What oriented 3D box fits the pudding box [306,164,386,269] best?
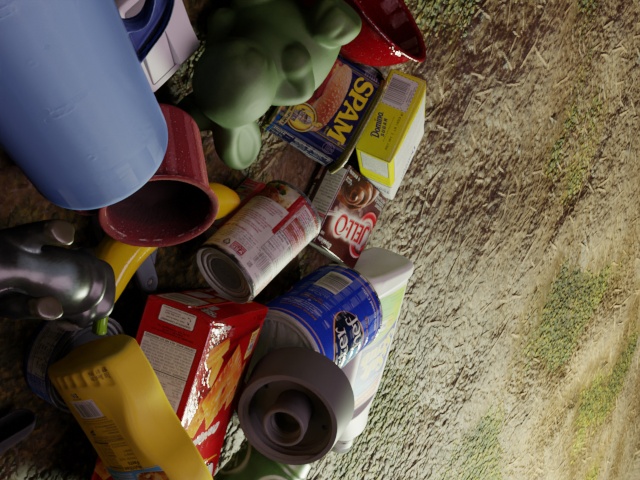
[{"bbox_3d":[0.021,-0.028,1.163,0.113,0.039,0.090,35,79,-58],"label":"pudding box"}]

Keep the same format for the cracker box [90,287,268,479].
[{"bbox_3d":[-0.127,0.155,0.968,0.164,0.072,0.214,1,107,-77],"label":"cracker box"}]

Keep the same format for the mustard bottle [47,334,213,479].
[{"bbox_3d":[-0.135,0.168,0.839,0.058,0.096,0.191,-39,107,-42],"label":"mustard bottle"}]

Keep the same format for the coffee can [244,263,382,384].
[{"bbox_3d":[-0.011,0.095,1.108,0.140,0.103,0.103,-33,134,-54],"label":"coffee can"}]

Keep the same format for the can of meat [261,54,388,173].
[{"bbox_3d":[0.003,-0.130,1.022,0.102,0.084,0.057,-62,-170,-13],"label":"can of meat"}]

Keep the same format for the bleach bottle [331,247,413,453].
[{"bbox_3d":[0.045,0.140,1.277,0.102,0.068,0.251,-22,128,-50],"label":"bleach bottle"}]

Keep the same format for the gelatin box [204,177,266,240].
[{"bbox_3d":[-0.073,-0.003,1.039,0.073,0.030,0.089,-48,139,-31],"label":"gelatin box"}]

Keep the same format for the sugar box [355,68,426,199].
[{"bbox_3d":[0.076,-0.109,1.139,0.176,0.048,0.093,78,37,-80],"label":"sugar box"}]

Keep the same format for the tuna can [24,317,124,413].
[{"bbox_3d":[-0.205,0.099,0.893,0.086,0.034,0.086,-33,133,-44],"label":"tuna can"}]

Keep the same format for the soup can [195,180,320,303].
[{"bbox_3d":[-0.056,0.001,0.975,0.102,0.069,0.068,-45,141,-33],"label":"soup can"}]

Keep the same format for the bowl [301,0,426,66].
[{"bbox_3d":[0.030,-0.219,1.001,0.055,0.162,0.161,-35,157,23],"label":"bowl"}]

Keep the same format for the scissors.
[{"bbox_3d":[-0.146,0.017,0.953,0.096,0.016,0.201,-53,145,-26],"label":"scissors"}]

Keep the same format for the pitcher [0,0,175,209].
[{"bbox_3d":[-0.179,-0.135,0.702,0.243,0.149,0.145,68,38,-52],"label":"pitcher"}]

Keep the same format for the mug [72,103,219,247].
[{"bbox_3d":[-0.143,-0.051,0.840,0.093,0.117,0.081,80,-2,-57],"label":"mug"}]

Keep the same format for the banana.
[{"bbox_3d":[-0.137,-0.006,0.905,0.197,0.037,0.070,-45,149,-37],"label":"banana"}]
